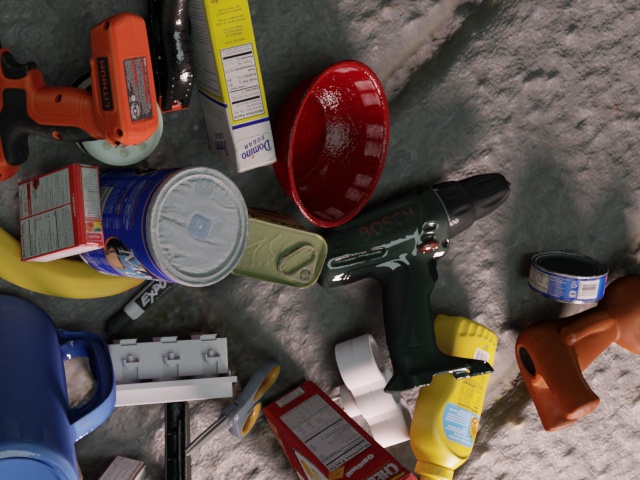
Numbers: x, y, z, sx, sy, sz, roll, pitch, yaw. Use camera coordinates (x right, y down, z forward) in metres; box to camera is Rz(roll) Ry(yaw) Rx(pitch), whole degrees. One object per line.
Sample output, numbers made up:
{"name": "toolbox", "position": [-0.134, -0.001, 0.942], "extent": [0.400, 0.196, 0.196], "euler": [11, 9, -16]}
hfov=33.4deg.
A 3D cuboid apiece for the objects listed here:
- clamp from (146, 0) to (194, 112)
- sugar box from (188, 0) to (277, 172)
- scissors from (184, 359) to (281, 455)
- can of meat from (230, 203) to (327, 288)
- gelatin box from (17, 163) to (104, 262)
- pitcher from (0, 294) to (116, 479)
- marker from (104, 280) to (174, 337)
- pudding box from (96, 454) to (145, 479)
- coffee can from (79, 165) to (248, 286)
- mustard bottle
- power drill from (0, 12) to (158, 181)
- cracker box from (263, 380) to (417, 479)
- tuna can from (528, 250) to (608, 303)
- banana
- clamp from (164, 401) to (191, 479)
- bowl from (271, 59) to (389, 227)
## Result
{"name": "clamp", "position": [-0.131, -0.191, 0.936], "extent": [0.039, 0.120, 0.171], "euler": [-11, 115, -13]}
{"name": "sugar box", "position": [-0.086, -0.159, 0.976], "extent": [0.048, 0.093, 0.176], "euler": [-19, 114, -16]}
{"name": "scissors", "position": [-0.093, 0.187, 1.061], "extent": [0.016, 0.201, 0.096], "euler": [26, 123, 13]}
{"name": "can of meat", "position": [-0.057, 0.001, 1.046], "extent": [0.102, 0.084, 0.057], "euler": [13, 101, -26]}
{"name": "gelatin box", "position": [-0.231, -0.023, 0.944], "extent": [0.030, 0.089, 0.073], "euler": [4, 77, -49]}
{"name": "pitcher", "position": [-0.265, 0.152, 0.918], "extent": [0.144, 0.243, 0.149], "euler": [35, 98, -30]}
{"name": "marker", "position": [-0.166, 0.051, 1.053], "extent": [0.121, 0.020, 0.020], "euler": [-44, 118, -4]}
{"name": "pudding box", "position": [-0.210, 0.278, 1.059], "extent": [0.039, 0.113, 0.090], "euler": [9, 104, 4]}
{"name": "coffee can", "position": [-0.146, -0.015, 0.955], "extent": [0.102, 0.141, 0.103], "euler": [-3, 94, -40]}
{"name": "mustard bottle", "position": [0.140, 0.183, 1.162], "extent": [0.096, 0.058, 0.191], "euler": [31, 69, -51]}
{"name": "power drill", "position": [-0.232, -0.143, 0.887], "extent": [0.188, 0.057, 0.184], "euler": [-1, 106, 25]}
{"name": "cracker box", "position": [0.040, 0.258, 1.092], "extent": [0.072, 0.214, 0.164], "euler": [-32, 120, -15]}
{"name": "tuna can", "position": [0.277, 0.041, 1.198], "extent": [0.086, 0.086, 0.034], "euler": [-3, 109, -22]}
{"name": "banana", "position": [-0.258, 0.015, 0.993], "extent": [0.197, 0.037, 0.069], "euler": [31, 94, -28]}
{"name": "clamp", "position": [-0.152, 0.286, 1.083], "extent": [0.036, 0.164, 0.210], "euler": [2, 123, 18]}
{"name": "bowl", "position": [0.000, -0.097, 1.033], "extent": [0.161, 0.055, 0.162], "euler": [-24, 121, -48]}
